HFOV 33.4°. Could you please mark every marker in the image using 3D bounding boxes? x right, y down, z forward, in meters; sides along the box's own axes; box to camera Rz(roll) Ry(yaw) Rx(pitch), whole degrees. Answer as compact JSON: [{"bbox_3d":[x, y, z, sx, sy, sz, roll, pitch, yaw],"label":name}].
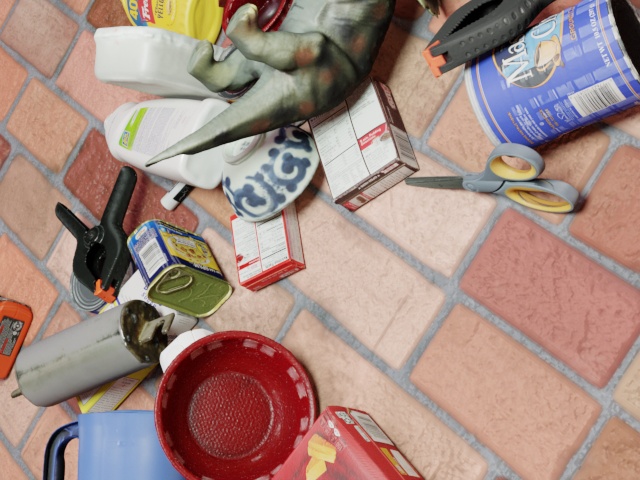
[{"bbox_3d":[-0.145,-0.082,1.263,0.121,0.020,0.020,-44,53,19],"label":"marker"}]

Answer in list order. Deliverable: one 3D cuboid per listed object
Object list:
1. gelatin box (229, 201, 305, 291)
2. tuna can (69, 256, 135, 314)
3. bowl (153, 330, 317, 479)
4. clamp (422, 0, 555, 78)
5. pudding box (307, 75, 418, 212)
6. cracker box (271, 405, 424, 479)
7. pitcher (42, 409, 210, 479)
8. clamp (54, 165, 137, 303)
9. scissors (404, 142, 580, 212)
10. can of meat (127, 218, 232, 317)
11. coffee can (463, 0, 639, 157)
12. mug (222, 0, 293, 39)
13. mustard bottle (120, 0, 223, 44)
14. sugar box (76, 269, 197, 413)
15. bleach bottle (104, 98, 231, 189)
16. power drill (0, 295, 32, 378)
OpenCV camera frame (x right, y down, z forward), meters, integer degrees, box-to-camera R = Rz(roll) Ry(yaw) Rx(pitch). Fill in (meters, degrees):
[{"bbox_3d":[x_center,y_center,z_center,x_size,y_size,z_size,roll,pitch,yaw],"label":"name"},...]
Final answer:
[{"bbox_3d":[-0.058,0.002,1.157,0.073,0.030,0.089,-26,60,29],"label":"gelatin box"},{"bbox_3d":[-0.268,0.049,1.311,0.086,0.033,0.086,-14,67,35],"label":"tuna can"},{"bbox_3d":[-0.088,0.174,1.074,0.055,0.162,0.162,131,146,-73],"label":"bowl"},{"bbox_3d":[0.174,-0.219,0.961,0.210,0.036,0.165,-36,23,-5],"label":"clamp"},{"bbox_3d":[0.042,-0.100,1.104,0.090,0.039,0.113,-33,55,26],"label":"pudding box"},{"bbox_3d":[0.008,0.285,0.981,0.214,0.072,0.164,-54,49,13],"label":"cracker box"},{"bbox_3d":[-0.204,0.299,1.113,0.149,0.144,0.243,-18,66,55],"label":"pitcher"},{"bbox_3d":[-0.256,-0.009,1.276,0.120,0.039,0.171,-37,54,18],"label":"clamp"},{"bbox_3d":[0.141,-0.064,0.981,0.202,0.096,0.016,15,65,39],"label":"scissors"},{"bbox_3d":[-0.158,0.029,1.184,0.057,0.101,0.084,-45,50,18],"label":"can of meat"},{"bbox_3d":[0.212,-0.145,0.936,0.141,0.102,0.103,-23,62,32],"label":"coffee can"},{"bbox_3d":[-0.040,-0.245,1.185,0.117,0.081,0.093,-10,62,36],"label":"mug"},{"bbox_3d":[-0.201,-0.304,1.354,0.192,0.058,0.096,27,117,43],"label":"mustard bottle"},{"bbox_3d":[-0.225,0.115,1.247,0.176,0.048,0.093,-44,54,15],"label":"sugar box"},{"bbox_3d":[-0.189,-0.130,1.274,0.251,0.068,0.102,21,84,52],"label":"bleach bottle"},{"bbox_3d":[-0.479,0.120,1.444,0.188,0.057,0.184,22,90,41],"label":"power drill"}]
